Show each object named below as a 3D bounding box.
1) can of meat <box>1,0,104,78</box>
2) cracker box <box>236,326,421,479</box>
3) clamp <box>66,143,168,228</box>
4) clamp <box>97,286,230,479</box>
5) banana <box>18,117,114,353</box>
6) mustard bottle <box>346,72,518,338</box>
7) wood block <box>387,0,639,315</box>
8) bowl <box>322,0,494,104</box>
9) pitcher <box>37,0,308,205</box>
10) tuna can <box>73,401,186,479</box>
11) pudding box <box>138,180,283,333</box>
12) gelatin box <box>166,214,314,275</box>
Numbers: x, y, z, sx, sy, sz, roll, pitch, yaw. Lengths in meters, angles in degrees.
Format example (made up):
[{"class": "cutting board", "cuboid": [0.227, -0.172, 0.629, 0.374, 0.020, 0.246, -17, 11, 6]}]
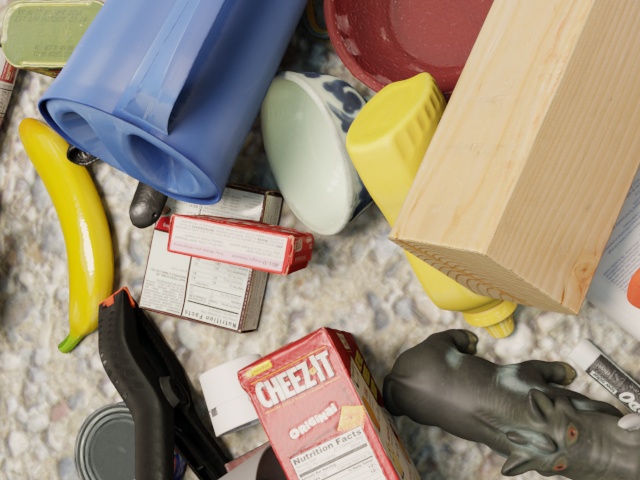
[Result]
[{"class": "can of meat", "cuboid": [-0.185, -0.154, 0.836, 0.102, 0.083, 0.057, 3, 90, 19]}, {"class": "cracker box", "cuboid": [0.029, 0.169, 0.713, 0.072, 0.164, 0.214, -27, 81, 3]}, {"class": "clamp", "cuboid": [-0.111, -0.089, 0.812, 0.171, 0.039, 0.120, -43, 57, 5]}, {"class": "clamp", "cuboid": [-0.120, 0.123, 0.785, 0.036, 0.164, 0.210, -34, 69, 8]}, {"class": "banana", "cuboid": [-0.203, -0.009, 0.865, 0.070, 0.037, 0.198, -11, 86, 18]}, {"class": "mustard bottle", "cuboid": [0.087, -0.011, 0.723, 0.058, 0.096, 0.191, -15, 118, 31]}, {"class": "wood block", "cuboid": [0.137, -0.071, 0.652, 0.090, 0.090, 0.206, 11, 74, 55]}, {"class": "bowl", "cuboid": [0.086, -0.172, 0.758, 0.162, 0.055, 0.162, 0, 89, 19]}, {"class": "pitcher", "cuboid": [-0.074, -0.157, 0.719, 0.149, 0.144, 0.242, 15, 72, 35]}, {"class": "tuna can", "cuboid": [-0.150, 0.169, 0.846, 0.086, 0.033, 0.086, 0, 89, 19]}, {"class": "pudding box", "cuboid": [-0.085, 0.008, 0.824, 0.090, 0.039, 0.113, 13, 95, 17]}, {"class": "gelatin box", "cuboid": [-0.055, 0.001, 0.756, 0.089, 0.073, 0.030, 10, 93, 10]}]
